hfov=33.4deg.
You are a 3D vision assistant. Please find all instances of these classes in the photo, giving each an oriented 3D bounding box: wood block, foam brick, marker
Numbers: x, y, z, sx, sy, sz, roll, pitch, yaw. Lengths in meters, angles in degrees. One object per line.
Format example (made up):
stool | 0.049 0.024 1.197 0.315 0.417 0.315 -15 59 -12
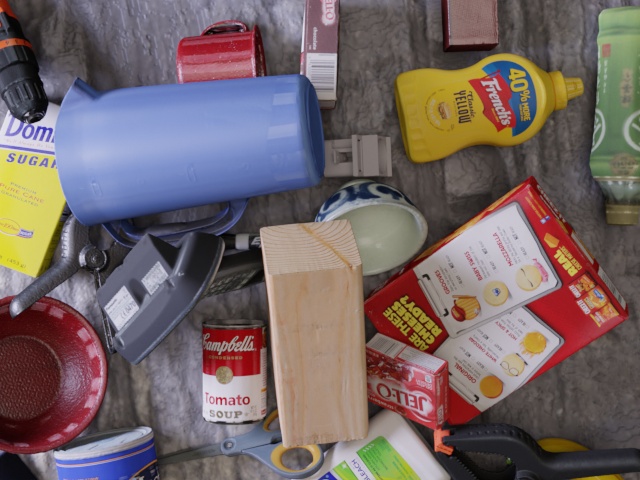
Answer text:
wood block | -0.004 0.093 1.053 0.090 0.091 0.206 -6 120 -4
foam brick | 0.155 -0.238 1.112 0.051 0.053 0.078 -3 92 0
marker | -0.057 0.001 1.132 0.121 0.020 0.020 0 91 -1

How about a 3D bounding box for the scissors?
scissors | -0.081 0.229 1.116 0.201 0.016 0.096 -24 50 -1

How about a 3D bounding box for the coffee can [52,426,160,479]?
coffee can | -0.211 0.272 1.095 0.103 0.103 0.140 -10 91 0

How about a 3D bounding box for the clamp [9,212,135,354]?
clamp | -0.246 0.023 1.099 0.120 0.039 0.171 16 74 -28

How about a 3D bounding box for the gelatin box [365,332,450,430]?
gelatin box | 0.086 0.142 1.070 0.089 0.030 0.073 21 131 33

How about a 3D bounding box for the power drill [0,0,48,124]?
power drill | -0.382 -0.165 1.087 0.187 0.057 0.184 -27 69 -1

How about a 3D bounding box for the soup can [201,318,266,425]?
soup can | -0.090 0.135 1.111 0.068 0.068 0.102 0 92 -1

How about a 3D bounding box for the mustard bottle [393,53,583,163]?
mustard bottle | 0.178 -0.143 1.111 0.191 0.058 0.096 -11 91 -1

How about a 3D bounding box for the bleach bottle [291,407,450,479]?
bleach bottle | 0.009 0.285 1.117 0.251 0.068 0.102 -40 86 2

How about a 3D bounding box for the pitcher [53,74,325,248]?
pitcher | -0.120 -0.083 1.033 0.243 0.149 0.145 -6 75 9

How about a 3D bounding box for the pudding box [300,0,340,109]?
pudding box | 0.001 -0.194 1.093 0.039 0.090 0.113 4 92 1

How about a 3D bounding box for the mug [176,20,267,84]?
mug | -0.100 -0.181 1.100 0.081 0.093 0.117 -5 60 4

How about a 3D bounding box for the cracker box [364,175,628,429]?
cracker box | 0.176 0.063 1.083 0.214 0.072 0.164 -37 90 19

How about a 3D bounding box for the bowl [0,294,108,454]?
bowl | -0.304 0.139 1.097 0.161 0.055 0.162 6 76 -25

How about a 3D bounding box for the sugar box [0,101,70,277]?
sugar box | -0.303 -0.059 1.115 0.093 0.048 0.176 20 92 -1

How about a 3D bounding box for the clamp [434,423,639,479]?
clamp | 0.207 0.250 1.094 0.210 0.036 0.165 19 116 -6
